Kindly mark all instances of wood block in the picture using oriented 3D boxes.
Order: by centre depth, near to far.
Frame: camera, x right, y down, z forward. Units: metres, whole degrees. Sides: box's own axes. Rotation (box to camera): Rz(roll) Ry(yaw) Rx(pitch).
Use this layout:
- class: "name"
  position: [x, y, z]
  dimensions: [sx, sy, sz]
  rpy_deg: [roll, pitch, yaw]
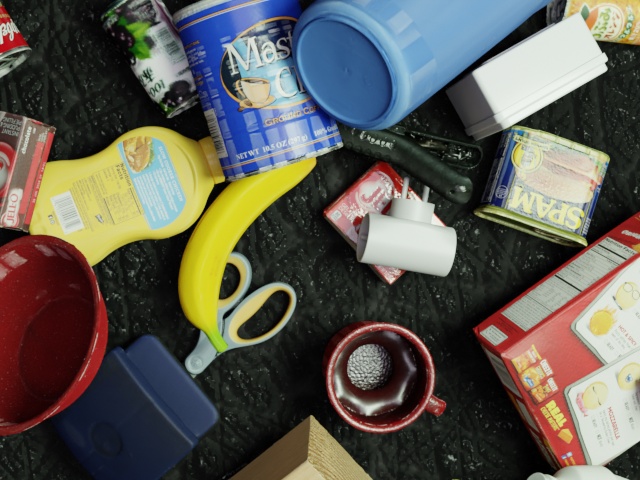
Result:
- class: "wood block"
  position: [-0.058, 0.255, 0.891]
  dimensions: [0.206, 0.091, 0.090]
  rpy_deg: [-40, 101, 10]

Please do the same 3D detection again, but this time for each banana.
- class: "banana"
  position: [-0.073, -0.004, 0.927]
  dimensions: [0.069, 0.037, 0.197]
  rpy_deg: [28, 78, -14]

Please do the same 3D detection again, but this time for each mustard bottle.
- class: "mustard bottle"
  position: [-0.156, -0.044, 0.913]
  dimensions: [0.191, 0.058, 0.096]
  rpy_deg: [-22, 90, -6]

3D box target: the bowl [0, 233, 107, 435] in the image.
- class: "bowl"
  position: [-0.226, 0.079, 0.853]
  dimensions: [0.162, 0.055, 0.162]
  rpy_deg: [-11, 66, 25]

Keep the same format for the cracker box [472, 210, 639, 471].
- class: "cracker box"
  position: [0.262, 0.089, 0.944]
  dimensions: [0.213, 0.072, 0.164]
  rpy_deg: [-35, 114, -6]

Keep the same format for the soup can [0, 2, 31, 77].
- class: "soup can"
  position: [-0.297, -0.184, 0.886]
  dimensions: [0.068, 0.068, 0.102]
  rpy_deg: [-33, 95, -5]

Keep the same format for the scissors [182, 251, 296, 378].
- class: "scissors"
  position: [-0.115, 0.088, 0.944]
  dimensions: [0.201, 0.016, 0.096]
  rpy_deg: [-34, 94, -5]

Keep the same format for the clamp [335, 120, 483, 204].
- class: "clamp"
  position: [0.063, -0.082, 0.915]
  dimensions: [0.171, 0.120, 0.039]
  rpy_deg: [18, 108, -3]

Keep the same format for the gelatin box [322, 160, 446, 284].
- class: "gelatin box"
  position: [0.057, -0.017, 0.954]
  dimensions: [0.073, 0.030, 0.089]
  rpy_deg: [-43, 96, -4]

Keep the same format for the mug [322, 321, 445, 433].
- class: "mug"
  position: [0.056, 0.119, 0.932]
  dimensions: [0.117, 0.081, 0.093]
  rpy_deg: [26, 88, -7]

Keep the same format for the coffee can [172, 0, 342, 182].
- class: "coffee can"
  position: [-0.050, -0.129, 0.866]
  dimensions: [0.102, 0.103, 0.140]
  rpy_deg: [-18, 97, -6]

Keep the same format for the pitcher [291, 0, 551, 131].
- class: "pitcher"
  position: [0.089, -0.198, 0.843]
  dimensions: [0.242, 0.145, 0.149]
  rpy_deg: [-44, 116, -36]

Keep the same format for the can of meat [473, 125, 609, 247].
- class: "can of meat"
  position: [0.200, -0.049, 0.958]
  dimensions: [0.102, 0.057, 0.084]
  rpy_deg: [19, 87, -8]

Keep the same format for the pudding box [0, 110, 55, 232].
- class: "pudding box"
  position: [-0.275, -0.062, 0.877]
  dimensions: [0.114, 0.039, 0.090]
  rpy_deg: [14, 89, 37]
